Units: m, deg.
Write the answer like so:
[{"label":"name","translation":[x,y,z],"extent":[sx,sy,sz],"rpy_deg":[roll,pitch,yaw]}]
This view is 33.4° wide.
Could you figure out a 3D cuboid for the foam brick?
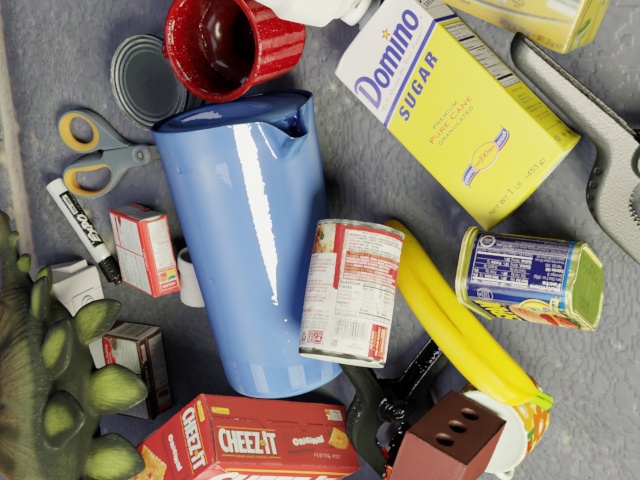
[{"label":"foam brick","translation":[0.097,0.160,0.811],"extent":[0.053,0.078,0.051],"rpy_deg":[29,121,21]}]

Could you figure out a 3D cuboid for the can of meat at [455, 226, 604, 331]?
[{"label":"can of meat","translation":[0.156,0.030,0.778],"extent":[0.084,0.102,0.057],"rpy_deg":[7,79,27]}]

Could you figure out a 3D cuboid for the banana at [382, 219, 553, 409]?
[{"label":"banana","translation":[0.099,0.059,0.824],"extent":[0.037,0.069,0.198],"rpy_deg":[-42,71,11]}]

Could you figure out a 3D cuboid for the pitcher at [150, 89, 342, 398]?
[{"label":"pitcher","translation":[-0.056,0.001,0.894],"extent":[0.145,0.149,0.243],"rpy_deg":[-9,107,6]}]

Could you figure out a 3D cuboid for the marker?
[{"label":"marker","translation":[-0.233,-0.008,1.062],"extent":[0.020,0.020,0.121],"rpy_deg":[-36,87,36]}]

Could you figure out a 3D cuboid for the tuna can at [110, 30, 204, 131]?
[{"label":"tuna can","translation":[-0.143,-0.142,0.947],"extent":[0.086,0.033,0.086],"rpy_deg":[12,113,29]}]

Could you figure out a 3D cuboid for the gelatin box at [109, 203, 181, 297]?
[{"label":"gelatin box","translation":[-0.164,0.008,0.997],"extent":[0.089,0.030,0.073],"rpy_deg":[16,119,59]}]

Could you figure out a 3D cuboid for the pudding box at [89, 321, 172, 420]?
[{"label":"pudding box","translation":[-0.209,0.130,1.086],"extent":[0.114,0.039,0.090],"rpy_deg":[5,110,33]}]

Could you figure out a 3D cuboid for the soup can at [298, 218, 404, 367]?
[{"label":"soup can","translation":[0.023,0.041,0.805],"extent":[0.069,0.068,0.102],"rpy_deg":[3,79,32]}]

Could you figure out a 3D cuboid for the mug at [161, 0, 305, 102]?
[{"label":"mug","translation":[-0.075,-0.163,0.865],"extent":[0.117,0.081,0.093],"rpy_deg":[-6,104,34]}]

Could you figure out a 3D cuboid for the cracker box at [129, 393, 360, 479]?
[{"label":"cracker box","translation":[-0.095,0.219,0.962],"extent":[0.214,0.163,0.072],"rpy_deg":[-40,53,36]}]

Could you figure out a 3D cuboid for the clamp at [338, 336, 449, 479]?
[{"label":"clamp","translation":[0.051,0.128,0.888],"extent":[0.120,0.039,0.171],"rpy_deg":[6,116,-10]}]

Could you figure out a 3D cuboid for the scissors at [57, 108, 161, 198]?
[{"label":"scissors","translation":[-0.178,-0.097,0.997],"extent":[0.202,0.016,0.096],"rpy_deg":[-20,96,36]}]

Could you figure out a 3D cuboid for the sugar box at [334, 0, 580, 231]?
[{"label":"sugar box","translation":[0.099,-0.102,0.800],"extent":[0.176,0.048,0.093],"rpy_deg":[45,125,9]}]
